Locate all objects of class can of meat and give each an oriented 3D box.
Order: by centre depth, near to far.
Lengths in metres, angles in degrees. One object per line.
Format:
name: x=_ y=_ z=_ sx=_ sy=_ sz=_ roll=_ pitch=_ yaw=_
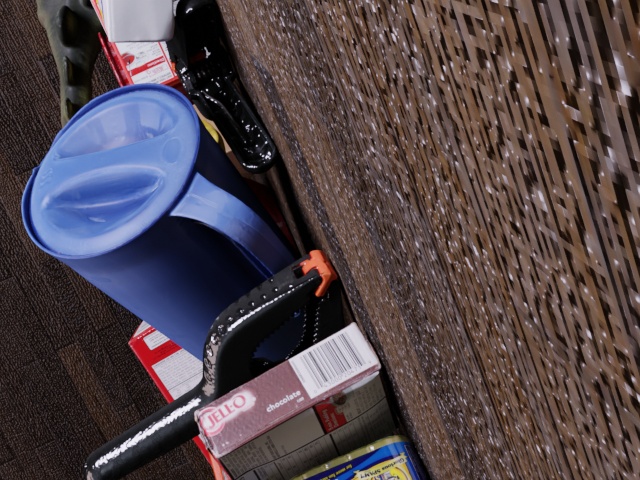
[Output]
can of meat: x=0.027 y=0.177 z=0.647 sx=0.057 sy=0.102 sz=0.084 roll=73 pitch=173 yaw=-57

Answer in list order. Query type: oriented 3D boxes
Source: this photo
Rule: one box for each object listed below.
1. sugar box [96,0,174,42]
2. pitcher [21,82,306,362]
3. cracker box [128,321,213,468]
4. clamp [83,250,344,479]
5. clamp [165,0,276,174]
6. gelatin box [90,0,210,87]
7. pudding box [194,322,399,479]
sugar box: x=-0.125 y=-0.188 z=0.696 sx=0.176 sy=0.048 sz=0.093 roll=-128 pitch=36 yaw=-64
pitcher: x=-0.080 y=0.014 z=0.756 sx=0.242 sy=0.145 sz=0.149 roll=50 pitch=-163 yaw=-49
cracker box: x=-0.090 y=0.143 z=1.063 sx=0.213 sy=0.072 sz=0.164 roll=58 pitch=-169 yaw=-11
clamp: x=-0.053 y=0.097 z=0.689 sx=0.210 sy=0.164 sz=0.036 roll=-67 pitch=29 yaw=25
clamp: x=-0.080 y=-0.122 z=0.721 sx=0.172 sy=0.039 sz=0.120 roll=-135 pitch=26 yaw=-58
gelatin box: x=-0.131 y=-0.167 z=0.852 sx=0.030 sy=0.073 sz=0.089 roll=-140 pitch=25 yaw=-82
pudding box: x=-0.012 y=0.110 z=0.655 sx=0.039 sy=0.113 sz=0.090 roll=59 pitch=173 yaw=34
